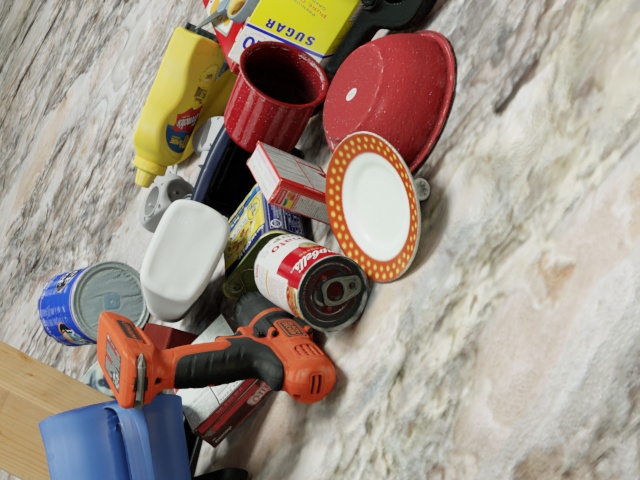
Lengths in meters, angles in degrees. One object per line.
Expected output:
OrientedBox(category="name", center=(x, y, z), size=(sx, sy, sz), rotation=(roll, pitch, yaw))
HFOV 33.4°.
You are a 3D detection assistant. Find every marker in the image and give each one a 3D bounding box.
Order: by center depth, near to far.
OrientedBox(category="marker", center=(0.053, -0.036, 0.942), size=(0.121, 0.020, 0.020), rotation=(-12, 62, 57))

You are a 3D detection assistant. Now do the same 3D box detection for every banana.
OrientedBox(category="banana", center=(-0.153, -0.148, 1.353), size=(0.198, 0.037, 0.069), rotation=(-45, 7, 33))

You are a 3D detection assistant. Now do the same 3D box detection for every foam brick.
OrientedBox(category="foam brick", center=(-0.163, 0.124, 1.173), size=(0.078, 0.052, 0.051), rotation=(1, 73, 59))

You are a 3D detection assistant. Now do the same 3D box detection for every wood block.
OrientedBox(category="wood block", center=(-0.279, 0.200, 1.120), size=(0.091, 0.206, 0.090), rotation=(-63, -1, 13))

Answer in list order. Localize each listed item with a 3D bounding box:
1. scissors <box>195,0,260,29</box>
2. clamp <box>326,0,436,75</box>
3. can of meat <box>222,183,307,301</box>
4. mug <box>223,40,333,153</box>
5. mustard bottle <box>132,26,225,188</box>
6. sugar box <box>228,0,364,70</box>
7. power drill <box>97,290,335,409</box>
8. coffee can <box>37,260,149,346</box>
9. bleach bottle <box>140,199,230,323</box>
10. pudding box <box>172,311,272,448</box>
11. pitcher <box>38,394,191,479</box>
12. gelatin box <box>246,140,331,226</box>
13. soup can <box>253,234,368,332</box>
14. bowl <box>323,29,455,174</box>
OrientedBox(category="scissors", center=(-0.096, -0.281, 1.208), size=(0.096, 0.016, 0.202), rotation=(-63, 23, 0))
OrientedBox(category="clamp", center=(0.053, -0.222, 1.015), size=(0.172, 0.039, 0.120), rotation=(2, 113, 44))
OrientedBox(category="can of meat", center=(-0.057, 0.001, 1.067), size=(0.102, 0.057, 0.084), rotation=(-50, 33, 32))
OrientedBox(category="mug", center=(-0.039, -0.140, 1.072), size=(0.093, 0.117, 0.082), rotation=(58, 142, 25))
OrientedBox(category="mustard bottle", center=(-0.176, -0.152, 1.265), size=(0.192, 0.058, 0.096), rotation=(-66, -12, 7))
OrientedBox(category="sugar box", center=(-0.013, -0.238, 1.105), size=(0.176, 0.093, 0.048), rotation=(-56, -8, 21))
OrientedBox(category="power drill", center=(-0.099, 0.092, 0.952), size=(0.185, 0.187, 0.057), rotation=(-142, 54, -61))
OrientedBox(category="coffee can", center=(-0.292, 0.083, 1.368), size=(0.141, 0.102, 0.103), rotation=(-12, 62, 57))
OrientedBox(category="bleach bottle", center=(-0.148, 0.033, 1.134), size=(0.251, 0.068, 0.102), rotation=(131, 164, -77))
OrientedBox(category="pudding box", center=(-0.099, 0.134, 1.045), size=(0.090, 0.039, 0.114), rotation=(-45, 36, 3))
OrientedBox(category="pitcher", center=(-0.168, 0.263, 0.955), size=(0.145, 0.149, 0.243), rotation=(-19, 74, 20))
OrientedBox(category="gelatin box", center=(-0.026, -0.055, 1.031), size=(0.030, 0.073, 0.089), rotation=(-60, 30, 18))
OrientedBox(category="soup can", center=(-0.011, 0.036, 0.953), size=(0.102, 0.068, 0.068), rotation=(24, 93, 62))
OrientedBox(category="bowl", center=(0.050, -0.125, 0.967), size=(0.162, 0.055, 0.162), rotation=(-38, 42, 44))
